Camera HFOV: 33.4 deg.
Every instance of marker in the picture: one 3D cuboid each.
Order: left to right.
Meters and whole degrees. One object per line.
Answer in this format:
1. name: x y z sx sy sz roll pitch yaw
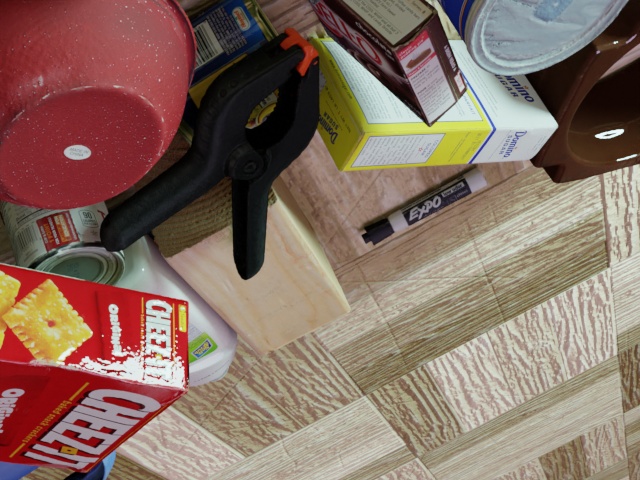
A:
1. marker: 0.092 -0.029 0.959 0.121 0.020 0.020 -28 151 4

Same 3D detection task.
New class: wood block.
1. wood block: -0.056 0.001 0.818 0.090 0.091 0.206 -27 151 3

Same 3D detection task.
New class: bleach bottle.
1. bleach bottle: -0.132 0.066 0.822 0.102 0.068 0.250 -26 153 3

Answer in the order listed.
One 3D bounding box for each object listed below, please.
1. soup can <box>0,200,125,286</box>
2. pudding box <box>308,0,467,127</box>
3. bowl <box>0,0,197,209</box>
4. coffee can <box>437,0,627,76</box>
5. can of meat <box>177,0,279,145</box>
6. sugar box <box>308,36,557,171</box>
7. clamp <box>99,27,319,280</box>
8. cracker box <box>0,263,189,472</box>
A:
1. soup can: -0.172 -0.016 0.686 0.068 0.102 0.068 -20 150 -12
2. pudding box: 0.034 -0.132 0.649 0.039 0.114 0.090 -44 150 -2
3. bowl: -0.134 -0.067 0.569 0.162 0.055 0.162 -19 147 -13
4. coffee can: 0.098 -0.178 0.598 0.102 0.140 0.103 -20 150 -12
5. can of meat: -0.059 -0.103 0.683 0.084 0.057 0.102 -31 150 6
6. sugar box: 0.075 -0.098 0.758 0.175 0.093 0.048 -3 144 -34
7. clamp: -0.046 -0.046 0.659 0.171 0.039 0.120 -50 143 14
8. cracker box: -0.211 0.079 0.655 0.213 0.072 0.164 15 145 -30
